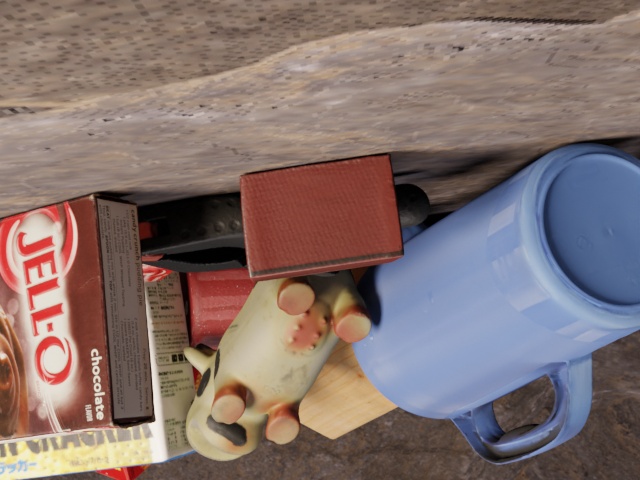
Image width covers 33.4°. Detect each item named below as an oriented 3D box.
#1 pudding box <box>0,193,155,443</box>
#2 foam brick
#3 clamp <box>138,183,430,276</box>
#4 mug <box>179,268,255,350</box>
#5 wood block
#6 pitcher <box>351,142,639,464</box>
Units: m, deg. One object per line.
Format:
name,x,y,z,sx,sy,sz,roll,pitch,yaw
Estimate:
pudding box,-0.130,0.040,0.530,0.090,0.113,0.039,-13,171,30
foam brick,-0.001,-0.010,0.543,0.078,0.051,0.053,-8,176,-4
clamp,-0.025,-0.007,0.612,0.171,0.039,0.120,0,156,-39
mug,-0.076,0.045,0.893,0.081,0.093,0.117,-3,-153,-16
wood block,0.030,0.086,0.882,0.090,0.090,0.206,31,150,-9
pitcher,0.123,0.040,0.678,0.149,0.145,0.243,31,156,-7
